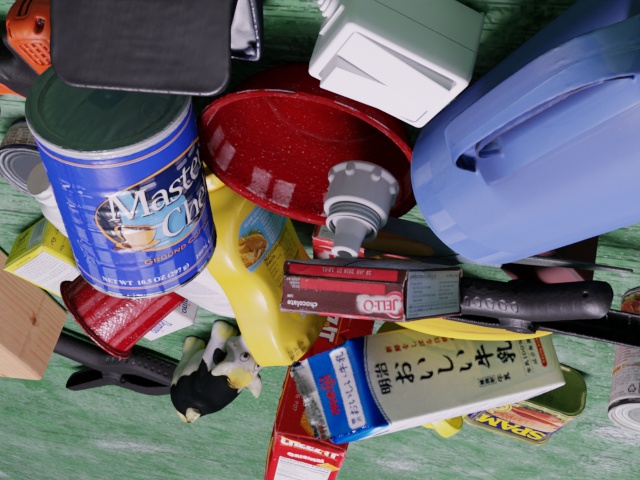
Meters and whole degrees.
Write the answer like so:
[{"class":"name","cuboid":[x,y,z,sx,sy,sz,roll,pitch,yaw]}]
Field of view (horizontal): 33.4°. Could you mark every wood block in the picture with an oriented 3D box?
[{"class":"wood block","cuboid":[-0.373,0.065,1.152,0.090,0.090,0.206,3,150,23]}]

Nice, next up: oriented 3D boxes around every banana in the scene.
[{"class":"banana","cuboid":[0.127,0.053,0.861,0.197,0.069,0.037,7,119,-4]}]

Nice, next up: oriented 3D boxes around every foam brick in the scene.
[{"class":"foam brick","cuboid":[0.160,-0.002,0.780,0.051,0.053,0.078,-12,140,42]}]

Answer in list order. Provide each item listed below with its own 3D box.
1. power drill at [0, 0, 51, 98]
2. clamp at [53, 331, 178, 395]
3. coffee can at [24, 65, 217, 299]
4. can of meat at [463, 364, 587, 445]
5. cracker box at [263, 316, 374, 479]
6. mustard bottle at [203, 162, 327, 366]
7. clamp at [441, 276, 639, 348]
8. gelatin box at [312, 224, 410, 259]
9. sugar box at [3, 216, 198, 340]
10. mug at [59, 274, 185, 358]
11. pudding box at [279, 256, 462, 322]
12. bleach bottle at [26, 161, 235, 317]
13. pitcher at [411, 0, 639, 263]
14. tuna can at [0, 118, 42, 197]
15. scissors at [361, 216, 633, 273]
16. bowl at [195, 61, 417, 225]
[{"class":"power drill","cuboid":[-0.210,-0.107,0.788,0.188,0.057,0.184,-2,147,28]},{"class":"clamp","cuboid":[-0.254,0.162,1.324,0.210,0.036,0.164,11,152,10]},{"class":"coffee can","cuboid":[-0.127,-0.044,0.706,0.103,0.102,0.140,10,140,12]},{"class":"can of meat","cuboid":[0.197,0.152,1.040,0.102,0.057,0.084,19,150,-6]},{"class":"cracker box","cuboid":[-0.002,0.148,1.025,0.072,0.164,0.214,13,153,1]},{"class":"mustard bottle","cuboid":[-0.056,0.001,0.844,0.058,0.096,0.191,-6,125,31]},{"class":"clamp","cuboid":[0.157,0.052,0.778,0.172,0.039,0.120,4,160,43]},{"class":"gelatin box","cuboid":[0.038,0.013,0.899,0.089,0.030,0.073,13,152,7]},{"class":"sugar box","cuboid":[-0.216,0.039,1.070,0.176,0.048,0.094,28,149,-28]},{"class":"mug","cuboid":[-0.173,0.051,0.990,0.093,0.081,0.117,53,-173,30]},{"class":"pudding box","cuboid":[0.037,0.033,0.726,0.090,0.039,0.113,5,-177,26]},{"class":"bleach bottle","cuboid":[-0.130,-0.002,0.870,0.103,0.068,0.250,1,161,35]},{"class":"pitcher","cuboid":[0.145,-0.065,0.587,0.149,0.145,0.243,36,151,-14]},{"class":"tuna can","cuboid":[-0.227,-0.065,0.894,0.086,0.033,0.086,13,152,7]},{"class":"scissors","cuboid":[0.111,0.015,0.764,0.202,0.016,0.096,12,161,5]},{"class":"bowl","cuboid":[-0.003,-0.073,0.734,0.162,0.055,0.162,13,152,7]}]
